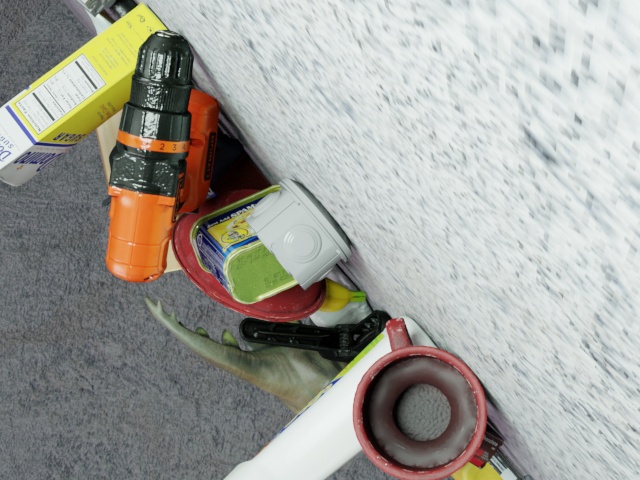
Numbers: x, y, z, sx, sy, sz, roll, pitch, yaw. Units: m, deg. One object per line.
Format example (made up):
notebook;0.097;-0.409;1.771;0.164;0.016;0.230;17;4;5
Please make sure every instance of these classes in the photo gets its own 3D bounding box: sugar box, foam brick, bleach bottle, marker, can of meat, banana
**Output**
sugar box;-0.194;-0.114;0.857;0.048;0.176;0.093;50;177;1
foam brick;-0.092;-0.065;1.145;0.078;0.053;0.051;53;176;-29
bleach bottle;-0.006;0.166;0.863;0.068;0.251;0.102;49;177;5
marker;0.174;0.216;1.069;0.121;0.020;0.020;48;177;23
can of meat;-0.048;0.003;0.901;0.084;0.102;0.057;40;150;58
banana;-0.047;0.021;1.086;0.198;0.037;0.069;34;-168;5

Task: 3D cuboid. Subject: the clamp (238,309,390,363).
clamp;0.018;0.108;1.145;0.209;0.165;0.036;40;-129;-66

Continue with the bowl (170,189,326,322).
bowl;-0.057;0.001;1.006;0.162;0.055;0.162;21;-148;-14

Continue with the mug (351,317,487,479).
mug;0.070;0.113;0.773;0.081;0.093;0.117;42;-152;-78

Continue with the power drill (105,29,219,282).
power drill;-0.121;-0.075;0.836;0.057;0.184;0.187;12;-167;1
